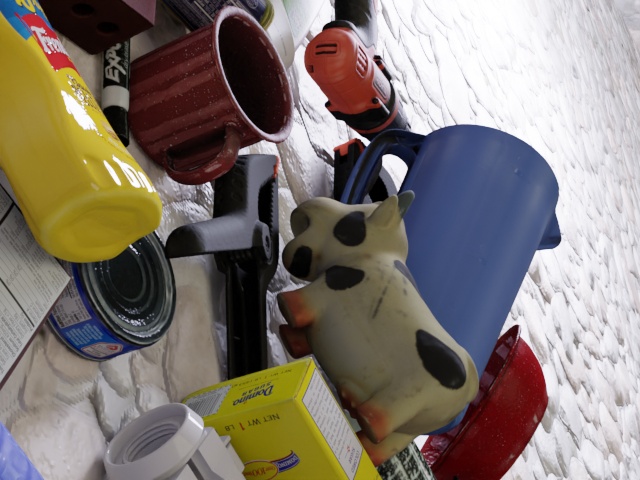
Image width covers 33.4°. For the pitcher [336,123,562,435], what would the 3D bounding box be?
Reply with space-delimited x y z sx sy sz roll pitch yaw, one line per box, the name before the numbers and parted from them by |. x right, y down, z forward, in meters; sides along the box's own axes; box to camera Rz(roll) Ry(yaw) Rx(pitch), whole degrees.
pitcher | 0.090 0.025 0.862 0.242 0.149 0.145 -62 143 -35

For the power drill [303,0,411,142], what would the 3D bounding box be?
power drill | 0.044 -0.185 0.918 0.184 0.057 0.187 40 51 -64

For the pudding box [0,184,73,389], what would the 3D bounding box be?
pudding box | -0.170 0.021 0.483 0.090 0.039 0.113 59 30 -25

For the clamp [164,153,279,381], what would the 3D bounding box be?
clamp | -0.055 0.001 0.699 0.210 0.036 0.164 -85 165 -45

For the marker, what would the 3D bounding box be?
marker | -0.129 -0.108 0.673 0.020 0.020 0.121 35 43 -51

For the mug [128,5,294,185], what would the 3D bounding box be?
mug | -0.075 -0.085 0.693 0.093 0.082 0.117 41 38 -47

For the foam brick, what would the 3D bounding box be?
foam brick | -0.143 -0.157 0.641 0.078 0.053 0.051 33 45 -51

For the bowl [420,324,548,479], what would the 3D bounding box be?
bowl | 0.137 0.149 0.869 0.055 0.162 0.162 34 28 4

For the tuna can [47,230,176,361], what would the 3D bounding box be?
tuna can | -0.118 0.022 0.591 0.086 0.034 0.086 43 37 -45

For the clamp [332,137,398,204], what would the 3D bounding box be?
clamp | 0.059 -0.008 0.958 0.120 0.039 0.171 -4 79 -60

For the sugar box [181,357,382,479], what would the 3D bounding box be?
sugar box | -0.009 0.160 0.647 0.176 0.093 0.048 61 28 -19

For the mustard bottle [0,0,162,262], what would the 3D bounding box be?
mustard bottle | -0.151 -0.083 0.532 0.192 0.058 0.096 58 5 13

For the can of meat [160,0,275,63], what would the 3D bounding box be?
can of meat | -0.087 -0.185 0.741 0.083 0.057 0.102 43 13 -40
